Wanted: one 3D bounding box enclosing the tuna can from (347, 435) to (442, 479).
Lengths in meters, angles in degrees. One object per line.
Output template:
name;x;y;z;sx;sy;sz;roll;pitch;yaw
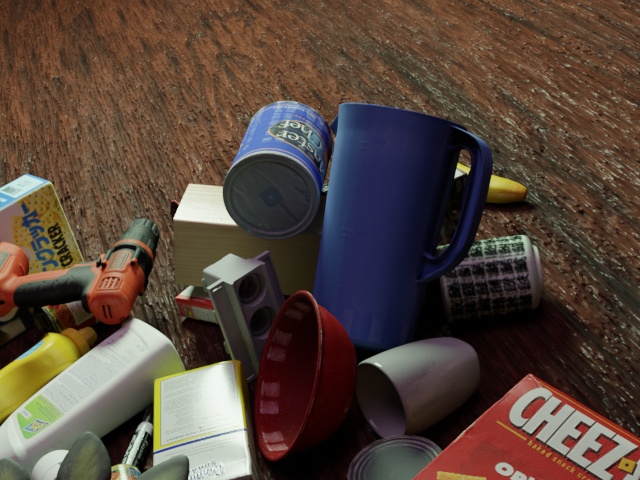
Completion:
tuna can;0.068;0.208;0.917;0.086;0.034;0.086;-11;30;6

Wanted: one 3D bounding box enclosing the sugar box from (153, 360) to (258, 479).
sugar box;-0.111;0.190;1.021;0.093;0.048;0.176;-15;33;1

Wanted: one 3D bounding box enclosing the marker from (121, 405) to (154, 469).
marker;-0.180;0.206;1.051;0.020;0.020;0.121;-7;30;14

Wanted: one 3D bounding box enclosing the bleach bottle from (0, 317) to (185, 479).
bleach bottle;-0.264;0.179;1.095;0.250;0.068;0.103;-34;31;-26

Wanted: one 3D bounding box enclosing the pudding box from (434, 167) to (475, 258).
pudding box;0.125;-0.020;1.204;0.090;0.113;0.039;-26;36;-18

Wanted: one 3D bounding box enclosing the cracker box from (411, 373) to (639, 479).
cracker box;0.157;0.214;0.795;0.164;0.072;0.213;31;51;34

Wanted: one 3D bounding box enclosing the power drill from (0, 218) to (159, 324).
power drill;-0.286;0.032;1.226;0.188;0.057;0.184;-4;29;9

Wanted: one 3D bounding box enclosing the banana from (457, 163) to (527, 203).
banana;0.184;-0.086;1.367;0.069;0.037;0.198;-24;31;-14

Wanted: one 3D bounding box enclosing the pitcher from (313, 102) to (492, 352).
pitcher;0.071;-0.011;1.077;0.145;0.243;0.149;11;0;-12

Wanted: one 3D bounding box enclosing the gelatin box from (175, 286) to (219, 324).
gelatin box;-0.114;0.062;1.258;0.073;0.030;0.089;8;34;35

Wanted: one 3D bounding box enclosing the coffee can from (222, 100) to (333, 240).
coffee can;-0.044;-0.079;1.167;0.103;0.103;0.140;-8;29;12

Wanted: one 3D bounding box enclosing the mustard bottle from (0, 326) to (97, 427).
mustard bottle;-0.317;0.151;1.149;0.191;0.058;0.096;-39;-1;-38

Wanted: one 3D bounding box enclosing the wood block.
wood block;-0.058;0.001;1.223;0.206;0.091;0.090;5;32;4

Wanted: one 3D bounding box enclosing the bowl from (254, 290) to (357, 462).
bowl;-0.009;0.131;1.004;0.055;0.162;0.162;14;23;-20

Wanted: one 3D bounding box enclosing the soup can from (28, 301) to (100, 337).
soup can;-0.289;0.074;1.279;0.102;0.068;0.069;-33;34;-29
